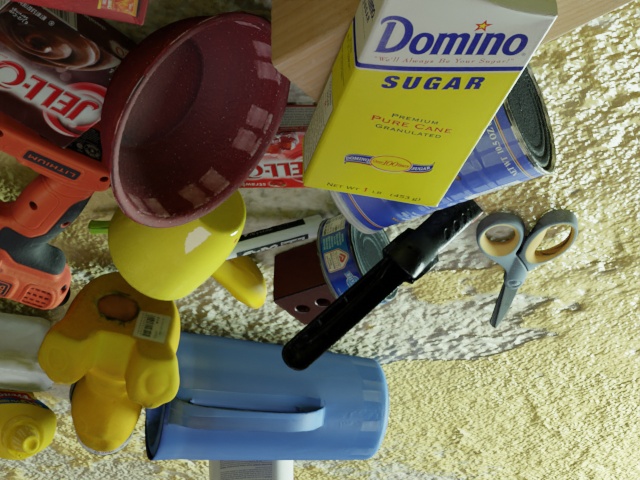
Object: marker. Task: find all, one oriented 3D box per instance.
[{"bbox_3d":[-0.056,0.001,0.910,0.121,0.020,0.020,-15,149,-11],"label":"marker"}]

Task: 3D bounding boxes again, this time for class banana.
[{"bbox_3d":[-0.107,0.013,0.950,0.197,0.037,0.070,30,155,-36],"label":"banana"}]

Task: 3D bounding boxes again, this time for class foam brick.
[{"bbox_3d":[0.002,0.035,0.965,0.078,0.051,0.053,-20,142,28],"label":"foam brick"}]

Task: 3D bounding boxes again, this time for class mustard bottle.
[{"bbox_3d":[-0.326,0.183,1.100,0.096,0.058,0.192,12,-179,-32],"label":"mustard bottle"}]

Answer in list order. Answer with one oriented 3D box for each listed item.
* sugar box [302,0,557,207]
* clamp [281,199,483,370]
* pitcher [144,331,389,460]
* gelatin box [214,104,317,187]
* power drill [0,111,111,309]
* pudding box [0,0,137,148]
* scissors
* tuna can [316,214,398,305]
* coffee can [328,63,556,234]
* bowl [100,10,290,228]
[{"bbox_3d":[0.055,-0.090,0.614,0.093,0.048,0.176,8,148,-13],"label":"sugar box"},{"bbox_3d":[0.071,0.009,0.811,0.036,0.209,0.165,49,141,3],"label":"clamp"},{"bbox_3d":[-0.055,0.168,1.094,0.242,0.149,0.145,6,135,-16],"label":"pitcher"},{"bbox_3d":[-0.034,-0.071,0.822,0.089,0.030,0.073,1,148,0],"label":"gelatin box"},{"bbox_3d":[-0.254,-0.031,0.829,0.184,0.057,0.188,21,131,-29],"label":"power drill"},{"bbox_3d":[-0.187,-0.122,0.724,0.090,0.039,0.113,-34,135,25],"label":"pudding box"},{"bbox_3d":[0.165,0.027,0.987,0.096,0.016,0.202,12,145,-15],"label":"scissors"},{"bbox_3d":[0.033,0.017,0.906,0.034,0.086,0.086,-20,142,25],"label":"tuna can"},{"bbox_3d":[0.080,-0.073,0.752,0.140,0.103,0.102,-19,143,26],"label":"coffee can"},{"bbox_3d":[-0.094,-0.090,0.724,0.055,0.162,0.162,36,160,28],"label":"bowl"}]
